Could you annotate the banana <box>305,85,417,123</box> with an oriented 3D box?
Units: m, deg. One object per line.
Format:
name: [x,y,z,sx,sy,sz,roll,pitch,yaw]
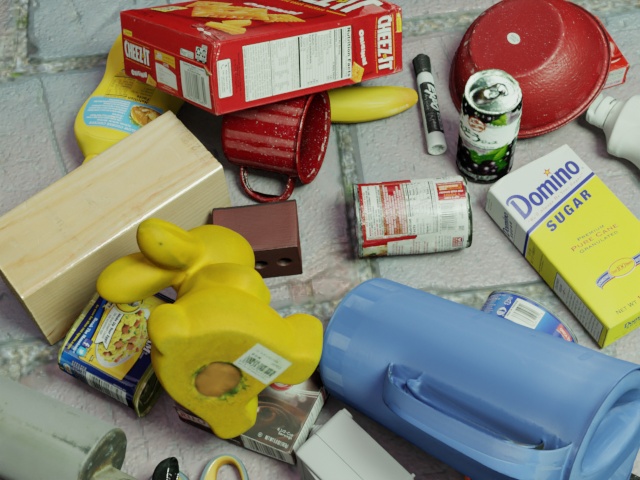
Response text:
banana: [-0.005,-0.150,1.068,0.198,0.037,0.069,18,63,14]

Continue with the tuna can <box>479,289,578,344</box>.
tuna can: [0.167,0.081,0.883,0.086,0.086,0.033,30,66,20]

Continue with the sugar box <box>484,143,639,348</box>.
sugar box: [0.235,0.001,0.952,0.093,0.048,0.176,-29,62,-13]

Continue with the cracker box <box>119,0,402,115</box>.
cracker box: [-0.055,-0.187,1.000,0.213,0.072,0.164,-19,30,-33]

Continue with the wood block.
wood block: [-0.190,-0.013,0.965,0.206,0.091,0.090,-35,62,-16]

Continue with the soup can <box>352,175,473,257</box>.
soup can: [0.082,-0.022,0.964,0.102,0.068,0.068,-5,58,0]

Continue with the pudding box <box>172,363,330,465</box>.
pudding box: [-0.054,0.127,0.898,0.113,0.039,0.090,20,62,16]

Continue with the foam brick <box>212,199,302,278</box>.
foam brick: [-0.056,0.001,0.969,0.078,0.053,0.051,-7,58,1]

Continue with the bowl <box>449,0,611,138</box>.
bowl: [0.196,-0.182,1.034,0.162,0.055,0.162,-11,62,21]

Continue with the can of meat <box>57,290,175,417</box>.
can of meat: [-0.164,0.086,0.914,0.084,0.057,0.102,26,64,10]

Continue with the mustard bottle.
mustard bottle: [-0.187,-0.122,1.051,0.096,0.058,0.191,13,60,12]

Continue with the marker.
marker: [0.108,-0.139,1.063,0.020,0.020,0.121,-6,58,0]

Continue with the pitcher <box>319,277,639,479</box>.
pitcher: [0.113,0.115,0.808,0.243,0.149,0.144,22,60,36]

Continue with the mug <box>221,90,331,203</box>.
mug: [-0.045,-0.094,1.015,0.081,0.093,0.117,11,96,16]
